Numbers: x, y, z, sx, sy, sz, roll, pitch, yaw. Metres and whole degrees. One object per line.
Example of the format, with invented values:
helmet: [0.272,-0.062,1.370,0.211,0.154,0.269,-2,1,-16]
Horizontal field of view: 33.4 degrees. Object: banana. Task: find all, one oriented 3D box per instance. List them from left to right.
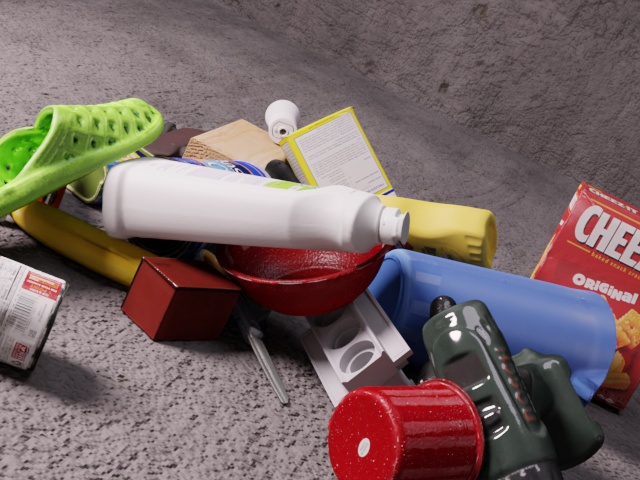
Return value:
banana: [-0.193,0.011,0.950,0.197,0.037,0.070,26,-5,-6]

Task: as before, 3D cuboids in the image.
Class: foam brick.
foam brick: [-0.118,0.049,0.904,0.053,0.051,0.078,36,19,36]

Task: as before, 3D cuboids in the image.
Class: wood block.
wood block: [-0.101,-0.075,1.257,0.090,0.091,0.206,28,15,4]

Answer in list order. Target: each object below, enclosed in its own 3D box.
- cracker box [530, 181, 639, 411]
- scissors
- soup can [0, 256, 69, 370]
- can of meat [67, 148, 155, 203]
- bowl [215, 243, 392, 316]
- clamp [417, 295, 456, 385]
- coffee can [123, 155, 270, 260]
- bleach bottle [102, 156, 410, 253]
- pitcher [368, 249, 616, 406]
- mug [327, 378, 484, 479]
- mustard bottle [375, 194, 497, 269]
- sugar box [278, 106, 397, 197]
cracker box: [0.323,0.066,1.226,0.164,0.214,0.072,27,16,6]
scissors: [-0.054,0.082,0.958,0.096,0.016,0.202,29,19,-52]
soup can: [-0.231,0.041,0.727,0.102,0.068,0.068,23,16,-12]
can of meat: [-0.231,-0.078,1.132,0.102,0.057,0.083,34,20,31]
bowl: [-0.011,0.022,0.957,0.162,0.055,0.162,-6,26,3]
clamp: [0.109,0.121,0.937,0.039,0.120,0.171,-16,7,16]
coffee can: [-0.119,-0.031,1.065,0.103,0.103,0.140,33,18,25]
bleach bottle: [-0.051,-0.025,0.907,0.251,0.068,0.102,8,14,17]
pitcher: [0.164,0.084,1.094,0.242,0.145,0.149,16,-19,-20]
mug: [0.052,0.147,0.799,0.081,0.093,0.117,6,4,-39]
mustard bottle: [0.096,-0.012,1.187,0.192,0.058,0.096,10,-23,19]
sugar box: [0.032,-0.060,1.258,0.176,0.093,0.048,64,-16,-4]
